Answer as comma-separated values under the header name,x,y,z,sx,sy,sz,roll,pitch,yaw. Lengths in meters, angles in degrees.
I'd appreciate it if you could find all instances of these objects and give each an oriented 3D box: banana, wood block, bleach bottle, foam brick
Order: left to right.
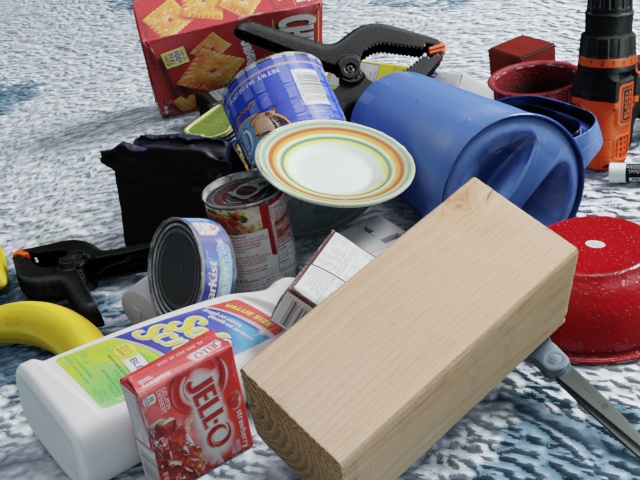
name,x,y,z,sx,sy,sz,roll,pitch,yaw
banana,-0.223,0.085,0.872,0.198,0.037,0.069,8,62,36
bleach bottle,-0.087,0.084,0.789,0.250,0.068,0.103,-25,44,-30
wood block,0.059,0.067,0.682,0.205,0.090,0.091,-39,58,-22
foam brick,0.219,-0.174,1.155,0.051,0.078,0.053,-25,33,-27

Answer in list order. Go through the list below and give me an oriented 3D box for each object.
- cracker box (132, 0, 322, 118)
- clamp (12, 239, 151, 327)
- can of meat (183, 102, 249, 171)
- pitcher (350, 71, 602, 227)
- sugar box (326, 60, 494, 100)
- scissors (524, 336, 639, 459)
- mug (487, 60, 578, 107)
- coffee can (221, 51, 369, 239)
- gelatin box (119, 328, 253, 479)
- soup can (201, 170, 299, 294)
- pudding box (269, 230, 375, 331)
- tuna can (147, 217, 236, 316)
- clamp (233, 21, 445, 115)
name,x,y,z,sx,sy,sz,roll,pitch,yaw
cracker box,-0.106,-0.235,1.287,0.213,0.164,0.072,-13,64,-6
clamp,-0.219,0.035,0.956,0.172,0.039,0.120,-1,24,29
can of meat,-0.092,-0.090,1.095,0.058,0.084,0.102,6,32,28
pitcher,0.127,-0.081,0.964,0.149,0.145,0.243,13,15,-25
sugar box,0.101,-0.162,1.168,0.176,0.048,0.093,18,4,39
scissors,0.138,0.086,0.726,0.096,0.016,0.202,-18,45,-4
mug,0.226,-0.128,1.062,0.117,0.081,0.093,-20,30,-18
coffee can,-0.020,-0.086,0.978,0.102,0.103,0.140,-17,66,-13
gelatin box,-0.087,0.114,0.708,0.073,0.089,0.030,-26,35,-29
soup can,-0.056,0.001,0.894,0.068,0.102,0.068,-8,28,4
pudding box,0.032,0.053,0.785,0.113,0.039,0.090,34,37,3
tuna can,-0.103,0.024,0.852,0.033,0.086,0.086,0,18,-38
clamp,0.021,-0.175,1.080,0.210,0.164,0.036,-22,-10,-6
